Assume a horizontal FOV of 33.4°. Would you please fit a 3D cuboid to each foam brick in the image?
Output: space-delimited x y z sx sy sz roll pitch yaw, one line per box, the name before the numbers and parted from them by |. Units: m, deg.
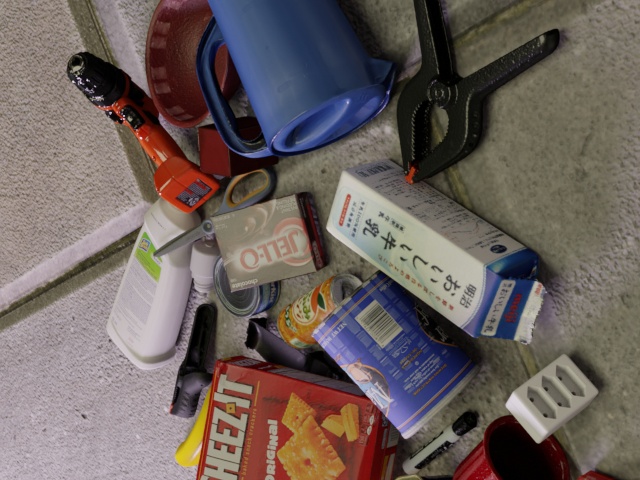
foam brick | -0.093 -0.106 1.195 0.051 0.078 0.053 13 112 40

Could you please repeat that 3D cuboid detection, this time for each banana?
banana | -0.152 0.247 1.395 0.037 0.069 0.198 20 126 -12

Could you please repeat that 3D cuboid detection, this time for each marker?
marker | 0.126 0.214 1.127 0.020 0.020 0.121 55 134 16

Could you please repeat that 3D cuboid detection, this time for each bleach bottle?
bleach bottle | -0.201 0.042 1.363 0.103 0.067 0.251 42 127 26

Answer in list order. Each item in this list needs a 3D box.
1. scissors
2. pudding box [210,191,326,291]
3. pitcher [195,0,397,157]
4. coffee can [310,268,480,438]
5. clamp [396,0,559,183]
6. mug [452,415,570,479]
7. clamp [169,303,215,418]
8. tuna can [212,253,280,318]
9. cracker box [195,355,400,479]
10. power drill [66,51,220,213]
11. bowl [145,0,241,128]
scissors | -0.113 -0.007 1.260 0.202 0.016 0.096 -43 80 28
pudding box | -0.058 0.001 1.199 0.114 0.039 0.090 -14 93 24
pitcher | -0.048 -0.210 1.077 0.243 0.149 0.145 64 150 13
coffee can | 0.075 0.112 1.065 0.140 0.102 0.103 47 132 7
clamp | 0.116 -0.151 1.004 0.165 0.036 0.210 45 130 25
mug | 0.189 0.236 1.030 0.117 0.093 0.082 35 134 4
clamp | -0.163 0.163 1.367 0.172 0.039 0.120 122 160 -50
tuna can | -0.090 0.049 1.274 0.086 0.033 0.086 16 114 40
cracker box | -0.026 0.230 1.177 0.214 0.072 0.164 11 92 27
power drill | -0.205 -0.127 1.239 0.057 0.184 0.188 -40 70 6
bowl | -0.132 -0.207 1.206 0.162 0.055 0.162 5 97 48
